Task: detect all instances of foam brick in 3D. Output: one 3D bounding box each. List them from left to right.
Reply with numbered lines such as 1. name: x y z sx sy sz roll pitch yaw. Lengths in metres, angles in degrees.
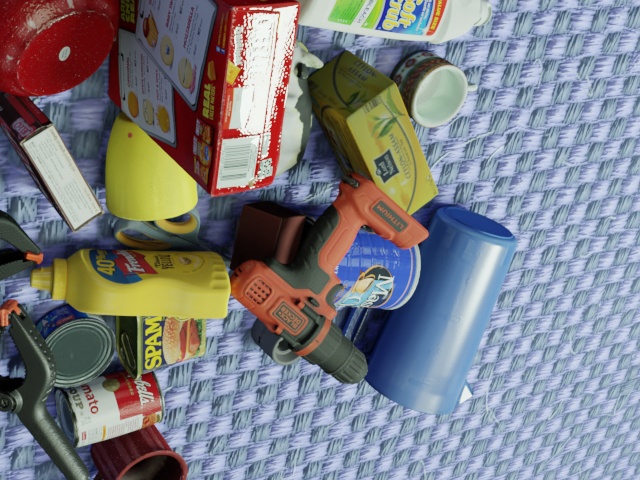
1. foam brick: -0.058 0.001 1.158 0.051 0.053 0.078 -14 122 -59

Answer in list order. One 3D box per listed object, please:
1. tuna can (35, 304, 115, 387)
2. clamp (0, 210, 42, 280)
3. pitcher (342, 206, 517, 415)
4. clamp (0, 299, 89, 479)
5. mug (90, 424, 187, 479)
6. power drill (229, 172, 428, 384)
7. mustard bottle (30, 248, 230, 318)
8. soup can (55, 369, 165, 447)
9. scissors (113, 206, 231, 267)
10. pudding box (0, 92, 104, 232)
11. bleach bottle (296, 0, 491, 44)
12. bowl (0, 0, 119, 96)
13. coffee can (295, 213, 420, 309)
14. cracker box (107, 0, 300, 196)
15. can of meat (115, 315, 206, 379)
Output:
1. tuna can: -0.260 0.110 1.117 0.086 0.034 0.086 -18 129 -25
2. clamp: -0.336 -0.005 0.981 0.171 0.039 0.120 -4 126 -41
3. pitcher: 0.141 0.082 1.332 0.148 0.145 0.243 0 116 -50
4. clamp: -0.325 0.160 1.080 0.164 0.036 0.210 -1 110 3
5. mug: -0.219 0.261 1.217 0.117 0.082 0.093 -48 135 1
6. power drill: 0.024 0.038 1.111 0.184 0.057 0.187 41 88 -22
7. mustard bottle: -0.192 0.041 1.069 0.191 0.096 0.058 2 115 -18
8. soup can: -0.230 0.180 1.163 0.102 0.069 0.068 -13 126 -28
9. scissors: -0.122 -0.002 1.127 0.201 0.016 0.096 14 142 -40
10. pudding box: -0.247 -0.074 0.961 0.039 0.090 0.113 -35 134 -12
11. bleach bottle: 0.082 -0.256 1.089 0.250 0.068 0.103 0 132 -37
12. bowl: -0.225 -0.172 0.889 0.162 0.055 0.162 -34 159 -15
13. coffee can: 0.029 0.025 1.218 0.140 0.103 0.103 5 116 -38
14. cracker box: -0.107 -0.160 0.915 0.072 0.214 0.164 -11 126 -32
15. can of meat: -0.172 0.090 1.152 0.083 0.058 0.102 -15 127 -30
